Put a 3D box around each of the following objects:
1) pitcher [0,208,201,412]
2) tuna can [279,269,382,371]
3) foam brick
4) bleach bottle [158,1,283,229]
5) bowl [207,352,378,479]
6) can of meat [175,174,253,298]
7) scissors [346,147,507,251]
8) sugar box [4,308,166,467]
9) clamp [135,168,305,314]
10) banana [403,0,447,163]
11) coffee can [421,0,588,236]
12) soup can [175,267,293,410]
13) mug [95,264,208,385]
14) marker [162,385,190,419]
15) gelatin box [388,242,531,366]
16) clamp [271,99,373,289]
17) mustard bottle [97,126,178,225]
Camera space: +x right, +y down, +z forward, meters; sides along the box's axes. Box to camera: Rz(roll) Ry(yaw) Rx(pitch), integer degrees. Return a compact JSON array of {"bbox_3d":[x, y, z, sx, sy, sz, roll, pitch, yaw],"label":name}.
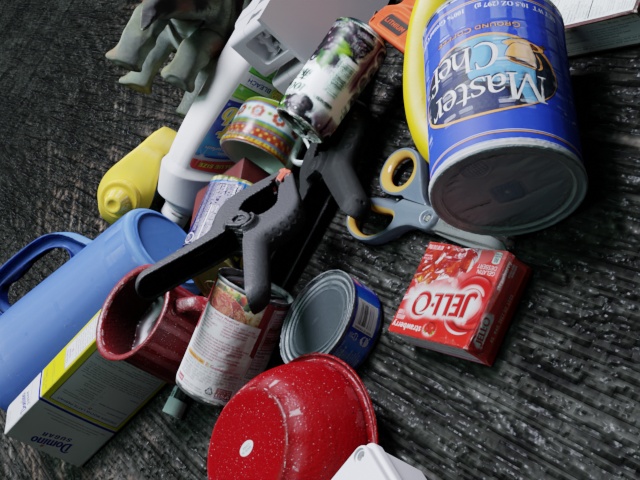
[{"bbox_3d":[-0.240,0.068,1.102,0.243,0.149,0.145,-39,32,23],"label":"pitcher"},{"bbox_3d":[0.008,0.068,0.838,0.086,0.033,0.086,-37,36,32],"label":"tuna can"},{"bbox_3d":[-0.082,-0.034,1.049,0.078,0.053,0.051,-33,38,38],"label":"foam brick"},{"bbox_3d":[-0.090,-0.118,1.113,0.251,0.102,0.068,-58,37,16],"label":"bleach bottle"},{"bbox_3d":[-0.032,0.155,0.762,0.162,0.055,0.162,-25,56,43],"label":"bowl"},{"bbox_3d":[-0.079,0.002,0.964,0.058,0.102,0.084,9,62,23],"label":"can of meat"},{"bbox_3d":[0.089,-0.032,0.831,0.202,0.016,0.096,0,64,56],"label":"scissors"},{"bbox_3d":[-0.222,0.144,1.048,0.176,0.093,0.048,-42,33,25],"label":"sugar box"},{"bbox_3d":[-0.056,0.001,0.860,0.120,0.039,0.171,17,48,32],"label":"clamp"},{"bbox_3d":[0.096,-0.138,0.847,0.070,0.037,0.198,-7,82,35],"label":"banana"},{"bbox_3d":[0.123,-0.088,0.732,0.103,0.102,0.140,-30,46,39],"label":"coffee can"},{"bbox_3d":[-0.072,0.083,0.890,0.102,0.068,0.069,-67,28,10],"label":"soup can"},{"bbox_3d":[-0.132,0.076,0.954,0.117,0.081,0.093,-22,49,33],"label":"mug"},{"bbox_3d":[-0.112,0.107,0.994,0.020,0.020,0.121,4,66,57],"label":"marker"},{"bbox_3d":[0.095,0.042,0.738,0.089,0.030,0.073,9,70,58],"label":"gelatin box"},{"bbox_3d":[0.012,-0.058,0.935,0.165,0.036,0.210,-35,31,52],"label":"clamp"},{"bbox_3d":[-0.200,-0.063,1.172,0.096,0.058,0.191,-57,4,17],"label":"mustard bottle"}]
